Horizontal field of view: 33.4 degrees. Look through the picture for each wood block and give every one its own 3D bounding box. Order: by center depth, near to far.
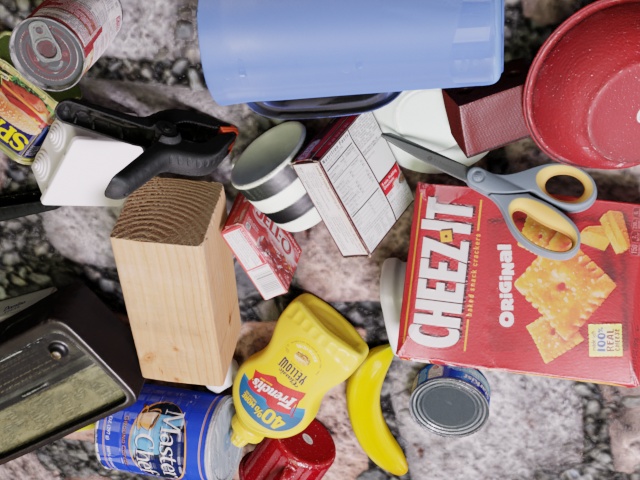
[{"bbox_3d":[-0.139,0.044,1.069,0.090,0.090,0.206,6,135,9],"label":"wood block"}]

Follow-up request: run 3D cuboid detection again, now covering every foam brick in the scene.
[{"bbox_3d":[0.150,-0.114,0.918,0.078,0.053,0.051,-19,122,-2],"label":"foam brick"}]

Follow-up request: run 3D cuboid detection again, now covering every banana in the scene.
[{"bbox_3d":[0.063,0.187,1.173,0.070,0.037,0.198,6,125,11],"label":"banana"}]

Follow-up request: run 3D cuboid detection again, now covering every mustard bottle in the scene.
[{"bbox_3d":[-0.039,0.153,1.138,0.096,0.058,0.192,41,115,6],"label":"mustard bottle"}]

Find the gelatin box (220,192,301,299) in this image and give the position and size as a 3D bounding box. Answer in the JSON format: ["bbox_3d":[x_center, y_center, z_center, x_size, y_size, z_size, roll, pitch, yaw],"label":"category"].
[{"bbox_3d":[-0.057,0.001,1.050,0.030,0.073,0.089,-21,116,24],"label":"gelatin box"}]

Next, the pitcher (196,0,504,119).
[{"bbox_3d":[0.028,-0.173,0.883,0.243,0.149,0.145,0,97,9],"label":"pitcher"}]

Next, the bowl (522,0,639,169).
[{"bbox_3d":[0.251,-0.116,0.871,0.162,0.055,0.162,-6,125,-9],"label":"bowl"}]

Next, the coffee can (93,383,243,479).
[{"bbox_3d":[-0.168,0.216,1.201,0.140,0.102,0.103,5,126,17],"label":"coffee can"}]

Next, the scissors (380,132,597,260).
[{"bbox_3d":[0.158,-0.063,0.948,0.202,0.096,0.016,42,168,17],"label":"scissors"}]

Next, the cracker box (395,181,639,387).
[{"bbox_3d":[0.184,0.039,0.966,0.214,0.072,0.164,6,82,9],"label":"cracker box"}]

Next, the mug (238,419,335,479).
[{"bbox_3d":[-0.038,0.254,1.200,0.093,0.117,0.082,33,121,2],"label":"mug"}]

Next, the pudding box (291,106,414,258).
[{"bbox_3d":[0.032,-0.054,0.976,0.039,0.090,0.113,-2,127,45],"label":"pudding box"}]

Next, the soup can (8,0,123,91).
[{"bbox_3d":[-0.222,-0.185,0.941,0.068,0.102,0.068,6,126,9],"label":"soup can"}]

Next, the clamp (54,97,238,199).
[{"bbox_3d":[-0.156,-0.095,0.977,0.120,0.171,0.039,52,129,19],"label":"clamp"}]

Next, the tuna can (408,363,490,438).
[{"bbox_3d":[0.139,0.170,1.145,0.086,0.033,0.086,7,125,9],"label":"tuna can"}]

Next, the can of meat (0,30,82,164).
[{"bbox_3d":[-0.290,-0.137,1.021,0.102,0.057,0.084,39,122,-14],"label":"can of meat"}]

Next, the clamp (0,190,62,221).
[{"bbox_3d":[-0.385,-0.042,1.121,0.164,0.036,0.210,42,124,-17],"label":"clamp"}]
